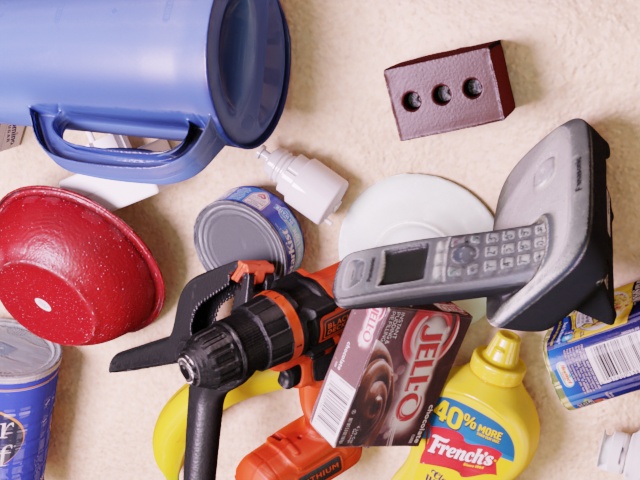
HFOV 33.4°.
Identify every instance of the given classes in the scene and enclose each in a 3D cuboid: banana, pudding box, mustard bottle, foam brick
[{"bbox_3d":[-0.086,0.141,0.902,0.069,0.037,0.198,39,117,-12],"label":"banana"},{"bbox_3d":[0.051,0.093,0.771,0.039,0.089,0.113,37,111,46],"label":"pudding box"},{"bbox_3d":[0.114,0.154,0.817,0.096,0.058,0.192,26,114,24],"label":"mustard bottle"},{"bbox_3d":[0.091,-0.105,0.747,0.078,0.051,0.053,-10,102,23],"label":"foam brick"}]

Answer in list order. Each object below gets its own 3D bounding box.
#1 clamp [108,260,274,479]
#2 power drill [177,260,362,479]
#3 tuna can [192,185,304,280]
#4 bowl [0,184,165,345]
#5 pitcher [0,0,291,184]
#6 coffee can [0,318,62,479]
[{"bbox_3d":[-0.090,0.102,0.837,0.210,0.036,0.165,-51,56,34],"label":"clamp"},{"bbox_3d":[-0.023,0.111,0.789,0.057,0.184,0.188,38,137,37],"label":"power drill"},{"bbox_3d":[-0.055,0.001,0.834,0.086,0.033,0.086,16,124,25],"label":"tuna can"},{"bbox_3d":[-0.211,0.034,0.869,0.162,0.055,0.162,14,134,15],"label":"bowl"},{"bbox_3d":[-0.155,-0.129,0.784,0.243,0.149,0.145,4,108,22],"label":"pitcher"},{"bbox_3d":[-0.288,0.154,0.941,0.103,0.102,0.140,19,112,14],"label":"coffee can"}]
